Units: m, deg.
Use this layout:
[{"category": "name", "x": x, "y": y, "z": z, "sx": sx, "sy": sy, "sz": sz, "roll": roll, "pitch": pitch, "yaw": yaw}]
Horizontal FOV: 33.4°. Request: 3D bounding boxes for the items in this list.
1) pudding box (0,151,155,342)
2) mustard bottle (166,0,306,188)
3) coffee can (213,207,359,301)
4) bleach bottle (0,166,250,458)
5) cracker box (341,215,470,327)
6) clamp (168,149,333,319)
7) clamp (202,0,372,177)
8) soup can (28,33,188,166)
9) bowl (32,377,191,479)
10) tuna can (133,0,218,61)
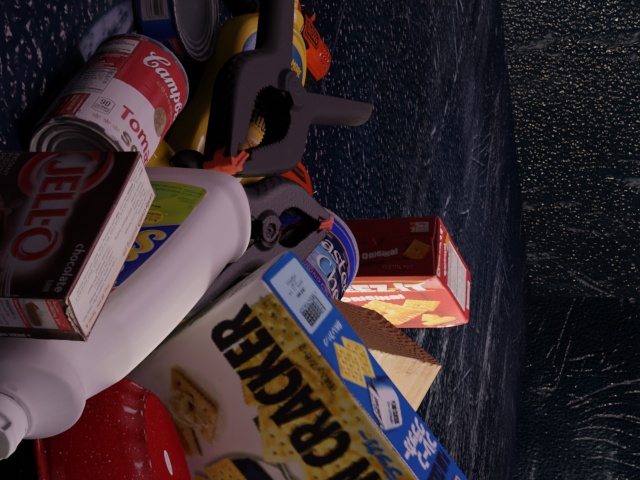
[{"category": "pudding box", "x": -0.149, "y": 0.000, "z": 0.567, "sx": 0.039, "sy": 0.090, "sz": 0.113, "roll": 73, "pitch": 24, "yaw": -45}, {"category": "mustard bottle", "x": -0.056, "y": -0.124, "z": 0.864, "sx": 0.096, "sy": 0.058, "sz": 0.191, "roll": 42, "pitch": 59, "yaw": -44}, {"category": "coffee can", "x": -0.032, "y": 0.039, "z": 0.931, "sx": 0.140, "sy": 0.103, "sz": 0.103, "roll": -57, "pitch": 143, "yaw": -61}, {"category": "bleach bottle", "x": -0.125, "y": 0.038, "z": 0.621, "sx": 0.250, "sy": 0.103, "sz": 0.068, "roll": -63, "pitch": 154, "yaw": -58}, {"category": "cracker box", "x": 0.065, "y": 0.040, "z": 1.148, "sx": 0.213, "sy": 0.164, "sz": 0.072, "roll": 46, "pitch": 45, "yaw": -67}, {"category": "clamp", "x": -0.055, "y": 0.001, "z": 0.806, "sx": 0.171, "sy": 0.039, "sz": 0.120, "roll": 7, "pitch": 98, "yaw": -49}, {"category": "clamp", "x": -0.034, "y": -0.121, "z": 0.801, "sx": 0.209, "sy": 0.036, "sz": 0.164, "roll": -51, "pitch": 123, "yaw": -49}, {"category": "soup can", "x": -0.131, "y": -0.075, "z": 0.667, "sx": 0.102, "sy": 0.069, "sz": 0.068, "roll": -69, "pitch": 153, "yaw": -48}, {"category": "bowl", "x": -0.115, "y": 0.142, "z": 0.640, "sx": 0.162, "sy": 0.055, "sz": 0.162, "roll": -19, "pitch": 91, "yaw": -88}, {"category": "tuna can", "x": -0.108, "y": -0.177, "z": 0.803, "sx": 0.086, "sy": 0.034, "sz": 0.086, "roll": 0, "pitch": 90, "yaw": -73}]
